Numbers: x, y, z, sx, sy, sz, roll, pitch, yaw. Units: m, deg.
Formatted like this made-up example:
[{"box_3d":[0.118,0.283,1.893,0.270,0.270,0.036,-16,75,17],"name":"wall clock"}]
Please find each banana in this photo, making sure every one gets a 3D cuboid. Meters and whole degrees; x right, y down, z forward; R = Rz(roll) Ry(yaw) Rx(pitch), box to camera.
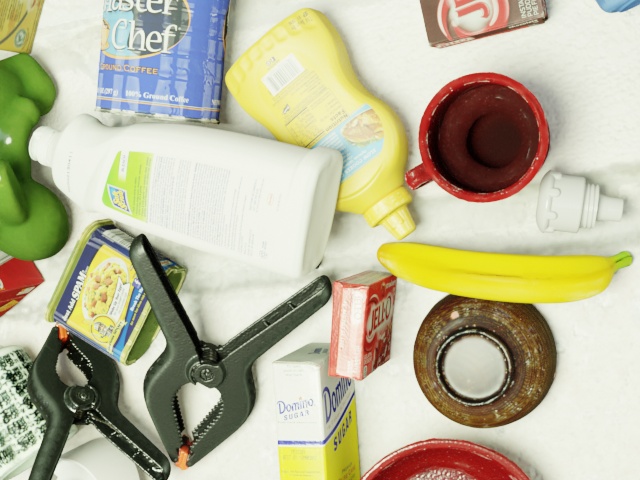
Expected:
[{"box_3d":[0.132,0.024,0.808,0.198,0.069,0.037,4,98,18],"name":"banana"}]

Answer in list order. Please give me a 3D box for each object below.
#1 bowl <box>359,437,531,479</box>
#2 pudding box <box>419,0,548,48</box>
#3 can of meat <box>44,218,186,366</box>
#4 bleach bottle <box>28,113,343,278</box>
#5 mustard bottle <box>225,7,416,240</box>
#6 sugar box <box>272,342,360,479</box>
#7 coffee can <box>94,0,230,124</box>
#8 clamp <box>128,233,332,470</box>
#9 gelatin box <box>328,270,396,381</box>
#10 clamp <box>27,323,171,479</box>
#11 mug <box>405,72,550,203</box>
[{"box_3d":[0.096,0.227,0.832,0.162,0.055,0.162,0,93,4],"name":"bowl"},{"box_3d":[0.117,-0.210,0.809,0.090,0.039,0.113,-12,90,19],"name":"pudding box"},{"box_3d":[-0.175,0.045,0.918,0.084,0.057,0.102,30,102,12],"name":"can of meat"},{"box_3d":[-0.113,-0.052,0.828,0.251,0.068,0.103,17,110,18],"name":"bleach bottle"},{"box_3d":[0.014,-0.082,0.844,0.096,0.058,0.191,-38,82,18],"name":"mustard bottle"},{"box_3d":[0.001,0.175,0.850,0.048,0.093,0.176,0,95,18],"name":"sugar box"},{"box_3d":[-0.125,-0.169,0.860,0.103,0.102,0.140,8,97,17],"name":"coffee can"},{"box_3d":[-0.083,0.099,0.885,0.164,0.036,0.210,7,114,-4],"name":"clamp"},{"box_3d":[0.034,0.064,0.832,0.030,0.089,0.073,6,96,18],"name":"gelatin box"},{"box_3d":[-0.212,0.147,0.906,0.171,0.120,0.039,55,134,29],"name":"clamp"},{"box_3d":[0.117,-0.070,0.798,0.117,0.081,0.093,-32,84,18],"name":"mug"}]
